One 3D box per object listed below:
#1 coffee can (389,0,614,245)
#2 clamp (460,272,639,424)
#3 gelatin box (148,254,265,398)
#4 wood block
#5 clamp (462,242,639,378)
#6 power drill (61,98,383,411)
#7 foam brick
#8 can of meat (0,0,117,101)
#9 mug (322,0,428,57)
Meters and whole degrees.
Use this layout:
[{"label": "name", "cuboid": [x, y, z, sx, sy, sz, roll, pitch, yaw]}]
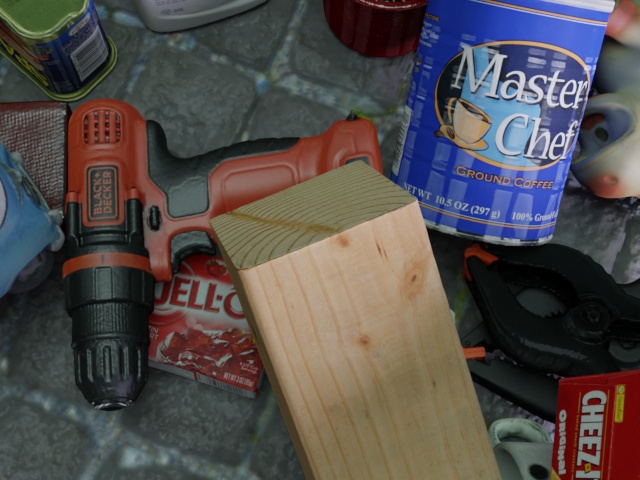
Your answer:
[{"label": "coffee can", "cuboid": [0.101, -0.079, 0.616, 0.103, 0.102, 0.140, 12, 106, 3]}, {"label": "clamp", "cuboid": [0.186, 0.071, 0.636, 0.210, 0.036, 0.164, -11, 73, -2]}, {"label": "gelatin box", "cuboid": [-0.070, 0.046, 0.644, 0.089, 0.030, 0.073, 17, 73, 4]}, {"label": "wood block", "cuboid": [0.024, 0.077, 0.552, 0.090, 0.091, 0.206, -22, 110, -8]}, {"label": "clamp", "cuboid": [0.162, 0.047, 0.604, 0.120, 0.039, 0.172, -37, 65, -26]}, {"label": "power drill", "cuboid": [-0.054, 0.001, 0.613, 0.187, 0.057, 0.184, -4, 72, -5]}, {"label": "foam brick", "cuboid": [-0.177, -0.040, 0.657, 0.051, 0.053, 0.078, -3, 72, -2]}, {"label": "can of meat", "cuboid": [-0.183, -0.147, 0.673, 0.102, 0.084, 0.057, 41, 77, 10]}, {"label": "mug", "cuboid": [0.036, -0.179, 0.686, 0.093, 0.081, 0.117, -36, 77, -11]}]
